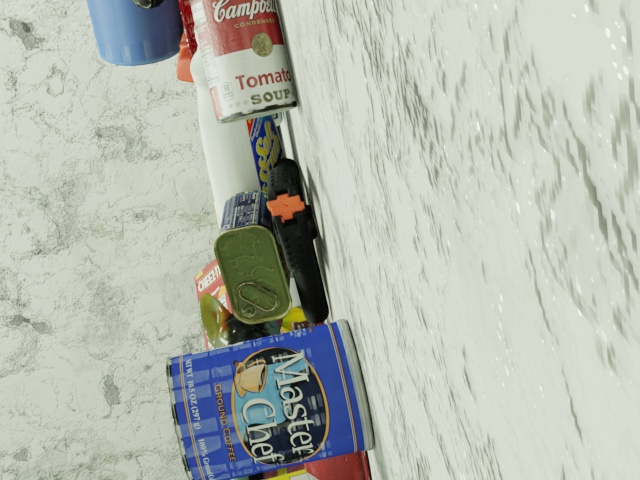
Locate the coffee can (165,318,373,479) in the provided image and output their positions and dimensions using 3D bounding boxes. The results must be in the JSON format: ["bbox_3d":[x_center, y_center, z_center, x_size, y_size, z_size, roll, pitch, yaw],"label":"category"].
[{"bbox_3d":[-0.039,0.124,0.817,0.103,0.140,0.103,168,90,-87],"label":"coffee can"}]

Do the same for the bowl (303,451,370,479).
[{"bbox_3d":[0.004,0.162,0.983,0.162,0.055,0.162,168,90,-87],"label":"bowl"}]

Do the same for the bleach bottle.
[{"bbox_3d":[-0.080,-0.096,1.051,0.102,0.068,0.251,-61,-35,-45],"label":"bleach bottle"}]

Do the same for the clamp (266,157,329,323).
[{"bbox_3d":[-0.020,-0.003,0.952,0.210,0.036,0.164,62,-165,-88],"label":"clamp"}]

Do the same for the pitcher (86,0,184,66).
[{"bbox_3d":[-0.224,-0.344,1.285,0.145,0.149,0.243,-108,11,-63],"label":"pitcher"}]

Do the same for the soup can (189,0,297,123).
[{"bbox_3d":[-0.061,-0.150,0.852,0.068,0.068,0.102,-136,34,-84],"label":"soup can"}]

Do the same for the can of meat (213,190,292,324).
[{"bbox_3d":[-0.061,0.013,1.008,0.084,0.057,0.102,-90,-13,-61],"label":"can of meat"}]
